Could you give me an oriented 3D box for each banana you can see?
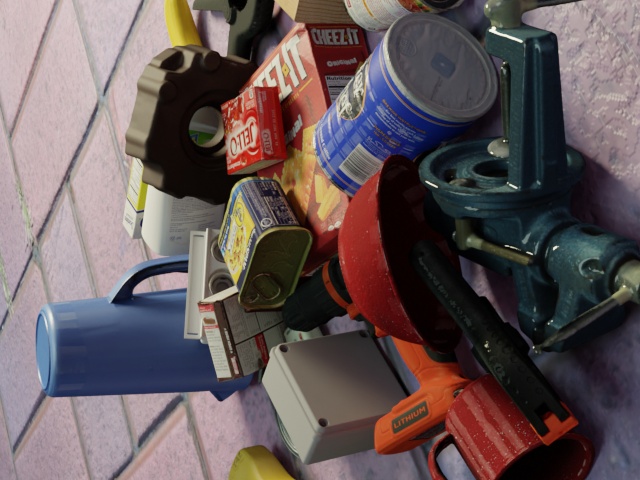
[{"bbox_3d":[-0.161,-0.231,1.312,0.069,0.037,0.198,79,171,-75],"label":"banana"}]

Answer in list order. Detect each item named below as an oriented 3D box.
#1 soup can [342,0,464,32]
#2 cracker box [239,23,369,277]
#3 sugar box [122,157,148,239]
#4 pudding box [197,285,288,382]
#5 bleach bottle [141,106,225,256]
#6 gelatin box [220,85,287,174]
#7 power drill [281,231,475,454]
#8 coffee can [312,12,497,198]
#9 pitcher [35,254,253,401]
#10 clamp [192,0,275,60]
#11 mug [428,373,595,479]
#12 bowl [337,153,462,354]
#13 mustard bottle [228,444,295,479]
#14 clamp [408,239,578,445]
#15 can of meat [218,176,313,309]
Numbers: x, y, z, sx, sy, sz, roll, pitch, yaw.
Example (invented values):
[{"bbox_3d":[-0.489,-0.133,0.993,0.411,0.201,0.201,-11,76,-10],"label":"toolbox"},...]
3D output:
[{"bbox_3d":[0.072,-0.219,0.909,0.102,0.068,0.068,-3,92,60],"label":"soup can"},{"bbox_3d":[-0.004,-0.088,1.052,0.164,0.072,0.214,-36,64,56],"label":"cracker box"},{"bbox_3d":[-0.190,-0.087,1.346,0.048,0.093,0.176,48,134,46],"label":"sugar box"},{"bbox_3d":[-0.073,0.091,1.144,0.039,0.113,0.090,-11,97,36],"label":"pudding box"},{"bbox_3d":[-0.146,-0.101,1.252,0.068,0.102,0.251,47,135,39],"label":"bleach bottle"},{"bbox_3d":[-0.068,-0.108,1.059,0.089,0.030,0.073,-13,83,62],"label":"gelatin box"},{"bbox_3d":[0.054,0.091,0.956,0.185,0.057,0.188,-36,65,33],"label":"power drill"},{"bbox_3d":[0.068,-0.108,0.898,0.141,0.102,0.103,-47,55,52],"label":"coffee can"},{"bbox_3d":[-0.204,0.110,1.254,0.145,0.242,0.149,128,134,-55],"label":"pitcher"},{"bbox_3d":[-0.089,-0.248,1.205,0.210,0.036,0.164,-38,63,59],"label":"clamp"},{"bbox_3d":[0.138,0.158,0.818,0.081,0.117,0.093,-123,13,-45],"label":"mug"},{"bbox_3d":[0.059,0.016,0.847,0.055,0.161,0.162,-16,79,25],"label":"bowl"},{"bbox_3d":[-0.037,0.309,1.185,0.192,0.058,0.096,28,117,55],"label":"mustard bottle"},{"bbox_3d":[0.124,0.071,0.776,0.039,0.120,0.172,-46,39,10],"label":"clamp"},{"bbox_3d":[-0.057,0.001,1.028,0.084,0.057,0.102,61,143,42],"label":"can of meat"}]
